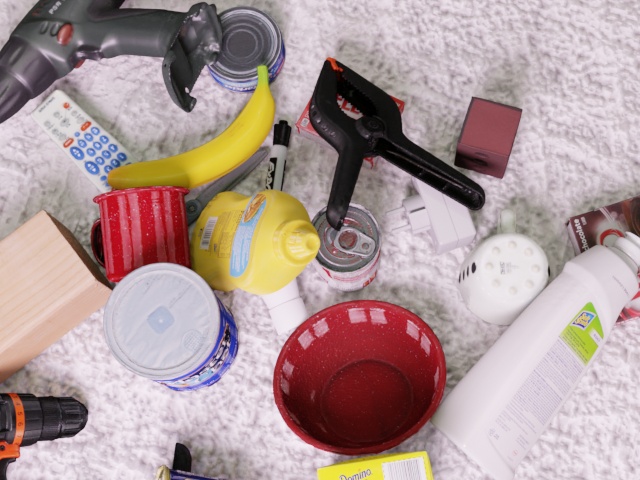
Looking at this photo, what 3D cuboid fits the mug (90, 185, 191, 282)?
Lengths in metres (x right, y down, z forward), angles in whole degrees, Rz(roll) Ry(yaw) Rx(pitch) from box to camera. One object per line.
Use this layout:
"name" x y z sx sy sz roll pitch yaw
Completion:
"mug" -0.178 -0.002 1.030 0.117 0.093 0.081 -10 83 31

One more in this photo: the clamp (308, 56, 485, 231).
"clamp" 0.056 -0.095 1.016 0.164 0.036 0.210 -2 51 -23

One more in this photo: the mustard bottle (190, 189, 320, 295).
"mustard bottle" -0.056 0.001 0.983 0.058 0.192 0.096 23 79 -28

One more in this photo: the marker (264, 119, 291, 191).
"marker" -0.046 -0.064 1.081 0.020 0.020 0.121 7 78 5

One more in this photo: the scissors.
"scissors" -0.150 -0.036 1.083 0.096 0.016 0.201 34 81 10

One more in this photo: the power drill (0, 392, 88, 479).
"power drill" -0.290 0.231 0.967 0.184 0.057 0.187 3 66 -36

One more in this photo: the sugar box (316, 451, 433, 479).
"sugar box" 0.049 0.211 0.933 0.093 0.176 0.048 -8 80 1

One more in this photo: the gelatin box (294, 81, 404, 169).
"gelatin box" 0.030 -0.125 1.084 0.089 0.030 0.073 28 80 9

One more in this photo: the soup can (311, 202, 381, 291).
"soup can" 0.024 0.008 1.018 0.068 0.102 0.068 -1 77 3

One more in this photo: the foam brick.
"foam brick" 0.163 -0.100 1.047 0.053 0.078 0.051 16 79 9

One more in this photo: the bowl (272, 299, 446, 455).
"bowl" 0.039 0.137 0.997 0.162 0.055 0.162 -6 54 9

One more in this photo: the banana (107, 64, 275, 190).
"banana" -0.116 -0.093 1.069 0.197 0.037 0.069 -36 83 -7

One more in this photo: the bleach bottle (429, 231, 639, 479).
"bleach bottle" 0.213 0.099 0.977 0.251 0.102 0.068 -49 41 -3

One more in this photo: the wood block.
"wood block" -0.312 0.075 1.031 0.206 0.091 0.090 -38 78 -5

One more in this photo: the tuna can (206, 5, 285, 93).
"tuna can" -0.080 -0.198 1.106 0.086 0.034 0.086 -1 77 3

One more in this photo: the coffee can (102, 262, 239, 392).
"coffee can" -0.135 0.084 0.991 0.103 0.140 0.103 -1 77 3
